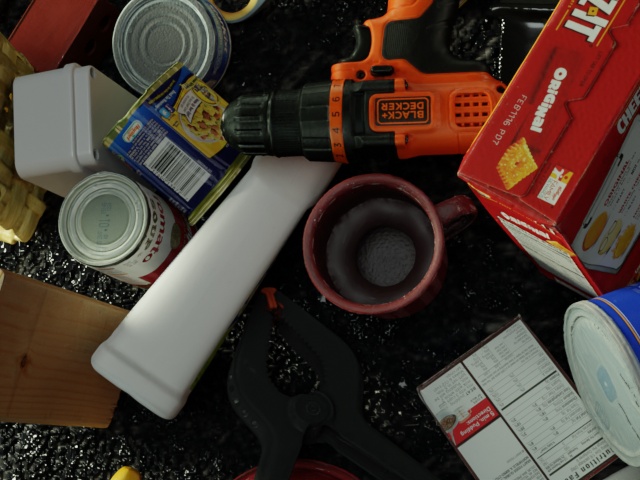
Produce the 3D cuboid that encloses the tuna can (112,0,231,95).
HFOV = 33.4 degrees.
[{"bbox_3d":[-0.113,-0.147,0.808,0.086,0.033,0.086,1,95,14],"label":"tuna can"}]

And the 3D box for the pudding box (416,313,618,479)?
[{"bbox_3d":[0.130,0.119,0.706,0.090,0.039,0.113,-36,76,2],"label":"pudding box"}]

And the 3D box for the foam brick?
[{"bbox_3d":[-0.198,-0.161,0.832,0.051,0.053,0.078,30,88,17],"label":"foam brick"}]

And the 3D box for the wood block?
[{"bbox_3d":[-0.208,0.068,0.708,0.090,0.206,0.091,14,82,15],"label":"wood block"}]

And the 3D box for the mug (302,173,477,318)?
[{"bbox_3d":[0.053,0.003,0.724,0.117,0.081,0.093,-30,74,6],"label":"mug"}]

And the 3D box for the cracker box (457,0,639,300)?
[{"bbox_3d":[0.174,-0.062,0.638,0.072,0.213,0.164,30,88,29],"label":"cracker box"}]

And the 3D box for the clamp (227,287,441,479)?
[{"bbox_3d":[0.003,0.123,0.714,0.164,0.036,0.210,-4,55,-16],"label":"clamp"}]

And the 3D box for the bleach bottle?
[{"bbox_3d":[-0.055,0.001,0.731,0.068,0.103,0.250,36,80,-3],"label":"bleach bottle"}]

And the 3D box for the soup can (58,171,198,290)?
[{"bbox_3d":[-0.134,-0.005,0.759,0.068,0.102,0.068,-3,78,13],"label":"soup can"}]

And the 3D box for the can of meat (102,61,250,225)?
[{"bbox_3d":[-0.094,-0.071,0.749,0.084,0.102,0.058,41,119,-8],"label":"can of meat"}]

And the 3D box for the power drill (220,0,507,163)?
[{"bbox_3d":[0.028,-0.142,0.674,0.184,0.057,0.187,0,86,8],"label":"power drill"}]
